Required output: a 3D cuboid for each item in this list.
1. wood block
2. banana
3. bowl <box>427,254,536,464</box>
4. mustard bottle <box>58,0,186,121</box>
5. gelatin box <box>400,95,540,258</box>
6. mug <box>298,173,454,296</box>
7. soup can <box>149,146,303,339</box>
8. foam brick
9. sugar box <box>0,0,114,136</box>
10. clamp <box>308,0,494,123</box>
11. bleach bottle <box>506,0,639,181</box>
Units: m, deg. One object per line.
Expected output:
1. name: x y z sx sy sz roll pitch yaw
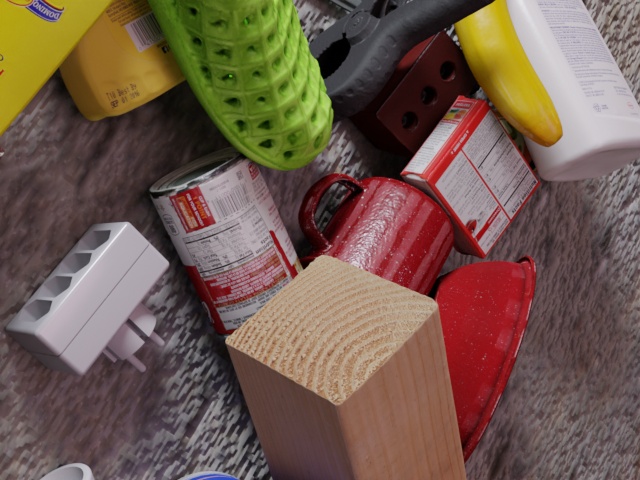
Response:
1. wood block: 0.025 0.123 0.654 0.090 0.091 0.206 -41 135 -30
2. banana: 0.121 -0.157 0.717 0.069 0.037 0.198 -2 75 0
3. bowl: 0.091 0.076 0.734 0.055 0.162 0.162 21 74 0
4. mustard bottle: -0.135 -0.171 0.604 0.096 0.058 0.191 -37 111 -33
5. gelatin box: 0.104 -0.042 0.733 0.073 0.030 0.089 -53 127 -15
6. mug: 0.030 0.004 0.708 0.117 0.093 0.081 46 59 -24
7. soup can: -0.054 0.001 0.656 0.068 0.069 0.102 -34 108 -32
8. foam brick: 0.061 -0.104 0.739 0.053 0.051 0.078 41 82 -35
9. sugar box: -0.190 -0.094 0.536 0.093 0.048 0.176 39 86 -29
10. clamp: 0.042 -0.132 0.692 0.039 0.120 0.171 36 94 -30
11. bleach bottle: 0.157 -0.169 0.787 0.102 0.068 0.251 -7 71 -46
